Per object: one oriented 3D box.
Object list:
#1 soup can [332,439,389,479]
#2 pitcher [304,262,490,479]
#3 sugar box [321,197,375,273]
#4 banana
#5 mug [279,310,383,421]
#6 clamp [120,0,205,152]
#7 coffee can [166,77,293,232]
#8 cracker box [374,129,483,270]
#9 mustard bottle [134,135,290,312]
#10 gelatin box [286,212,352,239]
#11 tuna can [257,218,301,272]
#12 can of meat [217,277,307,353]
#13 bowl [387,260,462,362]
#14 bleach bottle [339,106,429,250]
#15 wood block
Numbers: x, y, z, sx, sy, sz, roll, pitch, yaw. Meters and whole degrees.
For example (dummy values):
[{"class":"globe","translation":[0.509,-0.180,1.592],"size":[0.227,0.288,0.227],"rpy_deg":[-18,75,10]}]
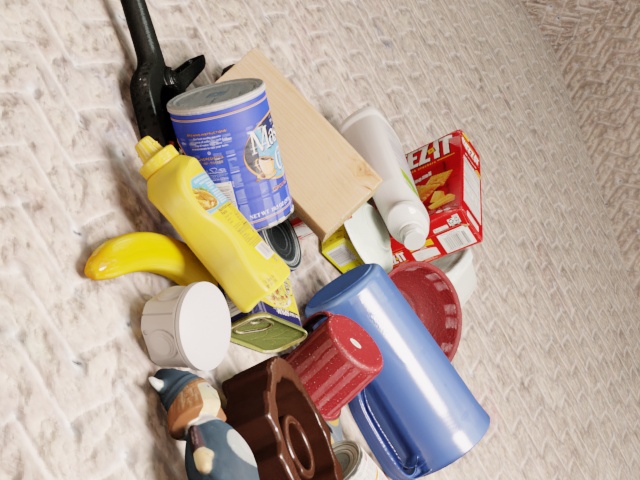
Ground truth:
[{"class":"soup can","translation":[0.042,0.269,1.131],"size":[0.102,0.069,0.068],"rpy_deg":[52,27,-25]},{"class":"pitcher","translation":[0.082,0.157,1.263],"size":[0.243,0.145,0.149],"rpy_deg":[57,-6,-9]},{"class":"sugar box","translation":[0.038,-0.030,1.448],"size":[0.093,0.048,0.176],"rpy_deg":[46,26,-37]},{"class":"banana","translation":[-0.150,0.026,1.007],"size":[0.197,0.037,0.069],"rpy_deg":[28,42,-54]},{"class":"mug","translation":[0.010,0.126,1.163],"size":[0.093,0.082,0.117],"rpy_deg":[26,29,-38]},{"class":"clamp","translation":[-0.176,-0.178,1.148],"size":[0.164,0.036,0.210],"rpy_deg":[52,28,-45]},{"class":"coffee can","translation":[-0.092,-0.087,1.109],"size":[0.102,0.103,0.140],"rpy_deg":[-59,139,-62]},{"class":"cracker box","translation":[0.146,-0.055,1.547],"size":[0.072,0.164,0.213],"rpy_deg":[54,26,-28]},{"class":"mustard bottle","translation":[-0.111,-0.022,1.027],"size":[0.191,0.058,0.096],"rpy_deg":[51,16,-3]},{"class":"gelatin box","translation":[-0.013,-0.030,1.303],"size":[0.089,0.073,0.030],"rpy_deg":[6,62,-63]},{"class":"tuna can","translation":[-0.058,0.002,1.228],"size":[0.086,0.034,0.086],"rpy_deg":[46,30,-36]},{"class":"can of meat","translation":[-0.066,0.064,1.122],"size":[0.102,0.058,0.084],"rpy_deg":[29,40,-54]},{"class":"bowl","translation":[0.109,0.107,1.394],"size":[0.161,0.055,0.162],"rpy_deg":[0,89,-37]},{"class":"bleach bottle","translation":[0.093,-0.078,1.445],"size":[0.102,0.068,0.251],"rpy_deg":[47,16,-35]},{"class":"wood block","translation":[-0.034,-0.106,1.208],"size":[0.206,0.091,0.090],"rpy_deg":[46,-6,3]}]
